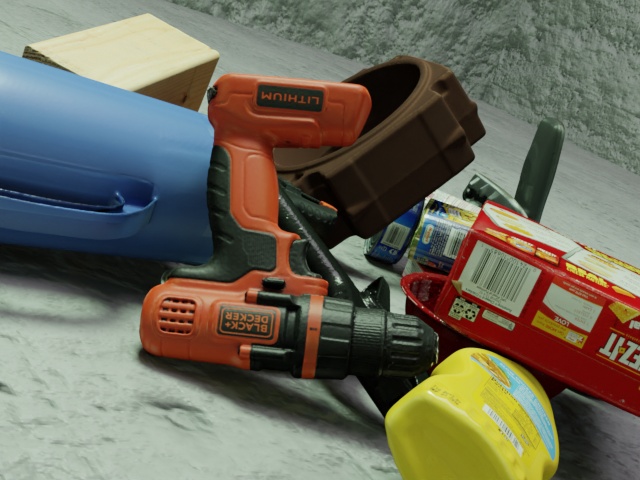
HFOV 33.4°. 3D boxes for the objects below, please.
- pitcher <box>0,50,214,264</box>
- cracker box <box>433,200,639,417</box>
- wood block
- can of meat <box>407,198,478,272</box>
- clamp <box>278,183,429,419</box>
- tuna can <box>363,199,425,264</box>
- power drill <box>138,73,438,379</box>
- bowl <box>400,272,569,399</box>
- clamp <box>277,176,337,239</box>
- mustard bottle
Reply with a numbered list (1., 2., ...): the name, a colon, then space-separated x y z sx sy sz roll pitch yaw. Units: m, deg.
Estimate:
1. pitcher: -0.169 -0.048 0.725 0.242 0.149 0.145 11 -25 -30
2. cracker box: 0.176 0.042 0.776 0.164 0.072 0.213 25 11 8
3. wood block: -0.183 -0.132 0.956 0.090 0.091 0.205 30 25 8
4. can of meat: 0.134 0.001 1.019 0.084 0.057 0.102 19 13 7
5. clamp: 0.021 0.048 0.745 0.164 0.036 0.210 42 14 -33
6. tuna can: 0.075 -0.020 1.078 0.033 0.086 0.086 21 14 -6
7. power drill: -0.012 -0.007 0.673 0.184 0.187 0.057 6 -17 -2
8. bowl: 0.128 0.084 0.825 0.162 0.055 0.162 20 14 -5
9. clamp: -0.045 -0.039 0.894 0.120 0.039 0.171 38 6 23
10. mustard bottle: 0.103 0.113 0.651 0.096 0.058 0.191 50 19 8
